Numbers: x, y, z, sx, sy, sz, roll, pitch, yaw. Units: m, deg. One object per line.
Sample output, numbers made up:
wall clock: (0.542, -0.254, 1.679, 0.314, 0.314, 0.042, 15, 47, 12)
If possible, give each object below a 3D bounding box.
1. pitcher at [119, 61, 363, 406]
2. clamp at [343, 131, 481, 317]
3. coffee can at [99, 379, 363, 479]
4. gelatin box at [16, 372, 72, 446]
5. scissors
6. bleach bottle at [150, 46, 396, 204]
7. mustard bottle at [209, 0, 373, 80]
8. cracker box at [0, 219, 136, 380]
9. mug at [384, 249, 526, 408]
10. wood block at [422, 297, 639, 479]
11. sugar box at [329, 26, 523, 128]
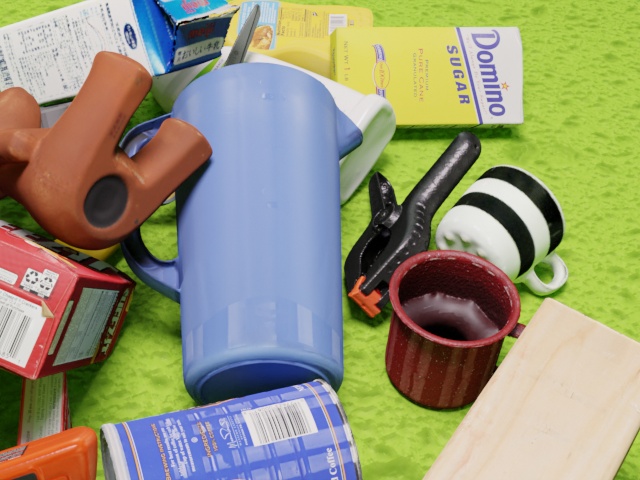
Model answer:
pitcher: (-0.055, 0.001, 0.774, 0.144, 0.149, 0.243, 32, 42, -41)
clamp: (0.070, -0.017, 0.849, 0.039, 0.120, 0.171, 36, 45, -20)
coffee can: (-0.056, 0.149, 0.654, 0.140, 0.103, 0.103, -10, 46, -17)
gelatin box: (-0.172, 0.138, 0.673, 0.030, 0.073, 0.089, -2, 44, -9)
scissors: (-0.077, -0.098, 0.902, 0.096, 0.016, 0.201, 43, 68, -19)
bleach bottle: (-0.062, -0.129, 0.957, 0.251, 0.068, 0.102, 31, 80, 25)
mustard bottle: (-0.046, -0.197, 1.048, 0.191, 0.058, 0.096, 5, 49, -2)
cracker box: (-0.217, 0.020, 0.679, 0.164, 0.214, 0.072, 23, 87, 1)
mug: (0.102, 0.070, 0.771, 0.117, 0.081, 0.093, 15, 44, 8)
wood block: (0.121, 0.143, 0.633, 0.090, 0.091, 0.205, 27, 48, 20)
sugar box: (0.099, -0.151, 0.993, 0.176, 0.093, 0.048, -2, 1, -6)
